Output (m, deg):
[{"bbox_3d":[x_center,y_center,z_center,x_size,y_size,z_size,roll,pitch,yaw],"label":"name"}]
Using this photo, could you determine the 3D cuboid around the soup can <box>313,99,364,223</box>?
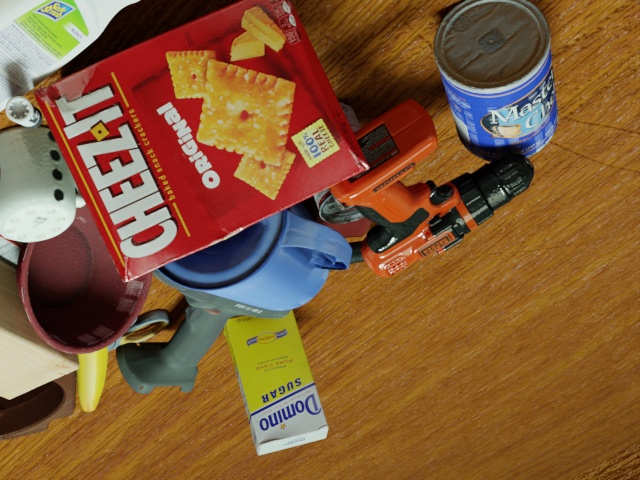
[{"bbox_3d":[0.016,-0.077,1.033,0.068,0.102,0.068,-15,152,-9],"label":"soup can"}]

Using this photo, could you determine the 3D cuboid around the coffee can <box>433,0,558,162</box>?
[{"bbox_3d":[0.167,-0.149,1.000,0.103,0.103,0.140,-23,152,5],"label":"coffee can"}]

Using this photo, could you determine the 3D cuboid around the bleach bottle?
[{"bbox_3d":[-0.214,-0.157,0.784,0.251,0.068,0.102,-28,156,10],"label":"bleach bottle"}]

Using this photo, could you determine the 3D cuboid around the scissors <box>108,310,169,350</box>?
[{"bbox_3d":[-0.281,0.128,1.307,0.202,0.016,0.096,-25,150,10],"label":"scissors"}]

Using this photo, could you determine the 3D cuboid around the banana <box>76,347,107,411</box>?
[{"bbox_3d":[-0.270,0.119,1.234,0.037,0.069,0.198,13,139,5],"label":"banana"}]

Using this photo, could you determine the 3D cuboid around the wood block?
[{"bbox_3d":[-0.331,0.075,1.028,0.091,0.090,0.206,-25,153,10],"label":"wood block"}]

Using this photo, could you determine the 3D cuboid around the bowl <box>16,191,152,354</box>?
[{"bbox_3d":[-0.241,0.028,1.048,0.055,0.162,0.161,8,172,38],"label":"bowl"}]

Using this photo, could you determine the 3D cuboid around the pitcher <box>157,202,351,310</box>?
[{"bbox_3d":[-0.057,0.001,1.007,0.145,0.149,0.242,-35,163,5],"label":"pitcher"}]

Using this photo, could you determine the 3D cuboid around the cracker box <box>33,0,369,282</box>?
[{"bbox_3d":[-0.092,-0.085,0.841,0.213,0.164,0.072,-26,-175,-9],"label":"cracker box"}]

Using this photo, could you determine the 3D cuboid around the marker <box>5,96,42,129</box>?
[{"bbox_3d":[-0.226,-0.097,0.817,0.020,0.020,0.121,-15,-174,-10],"label":"marker"}]

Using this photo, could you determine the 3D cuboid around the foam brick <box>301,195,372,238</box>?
[{"bbox_3d":[0.013,-0.035,1.162,0.078,0.053,0.051,-7,150,-25],"label":"foam brick"}]

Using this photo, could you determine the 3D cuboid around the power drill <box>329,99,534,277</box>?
[{"bbox_3d":[0.096,-0.050,0.969,0.184,0.057,0.187,-34,146,9],"label":"power drill"}]

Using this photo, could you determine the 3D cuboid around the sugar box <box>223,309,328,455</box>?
[{"bbox_3d":[-0.058,0.176,1.363,0.093,0.176,0.048,-13,152,-12],"label":"sugar box"}]
